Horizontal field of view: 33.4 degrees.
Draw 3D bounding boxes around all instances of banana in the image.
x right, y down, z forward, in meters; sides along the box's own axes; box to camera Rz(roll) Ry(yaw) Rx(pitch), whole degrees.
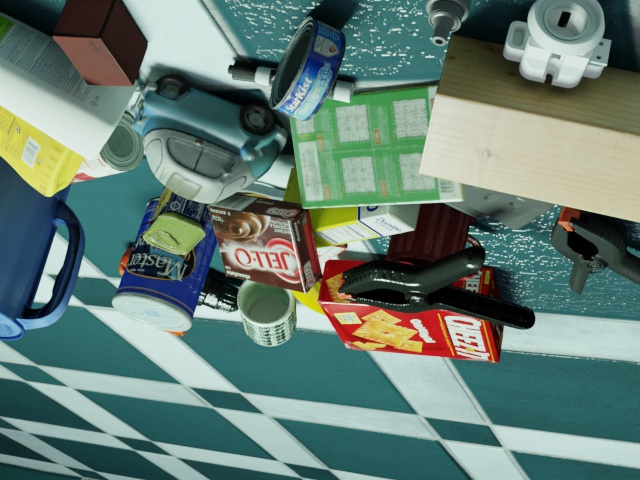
[{"bbox_3d":[-0.009,0.061,1.432,0.070,0.037,0.198,10,155,14],"label":"banana"}]

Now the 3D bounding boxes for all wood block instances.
[{"bbox_3d":[0.195,-0.091,0.885,0.206,0.090,0.091,13,134,6],"label":"wood block"}]

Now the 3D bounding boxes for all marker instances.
[{"bbox_3d":[-0.029,-0.151,1.008,0.121,0.020,0.020,12,156,8],"label":"marker"}]

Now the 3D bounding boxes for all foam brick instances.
[{"bbox_3d":[-0.204,-0.187,0.998,0.053,0.051,0.078,6,155,18],"label":"foam brick"}]

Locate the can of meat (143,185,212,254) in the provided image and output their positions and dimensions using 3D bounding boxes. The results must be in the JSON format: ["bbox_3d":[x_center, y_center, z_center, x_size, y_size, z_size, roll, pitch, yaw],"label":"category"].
[{"bbox_3d":[-0.160,-0.041,1.246,0.057,0.084,0.102,23,155,-16],"label":"can of meat"}]

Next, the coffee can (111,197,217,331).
[{"bbox_3d":[-0.193,0.031,1.352,0.103,0.140,0.103,13,156,6],"label":"coffee can"}]

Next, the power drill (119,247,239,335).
[{"bbox_3d":[-0.214,0.083,1.582,0.184,0.057,0.188,23,153,-6],"label":"power drill"}]

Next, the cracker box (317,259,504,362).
[{"bbox_3d":[0.120,0.092,1.369,0.214,0.072,0.164,4,154,18],"label":"cracker box"}]

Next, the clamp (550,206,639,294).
[{"bbox_3d":[0.307,0.016,1.140,0.120,0.039,0.171,-1,151,30],"label":"clamp"}]

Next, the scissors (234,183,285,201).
[{"bbox_3d":[-0.017,-0.039,1.247,0.202,0.016,0.096,6,156,20],"label":"scissors"}]

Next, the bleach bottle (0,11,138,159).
[{"bbox_3d":[-0.308,-0.181,1.040,0.250,0.102,0.068,32,127,-15],"label":"bleach bottle"}]

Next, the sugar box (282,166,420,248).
[{"bbox_3d":[0.029,-0.045,1.111,0.048,0.093,0.177,29,152,-33],"label":"sugar box"}]

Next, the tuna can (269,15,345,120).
[{"bbox_3d":[-0.011,-0.148,0.924,0.033,0.086,0.086,21,155,-17],"label":"tuna can"}]

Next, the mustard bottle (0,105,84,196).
[{"bbox_3d":[-0.336,-0.138,1.130,0.191,0.058,0.096,37,128,6],"label":"mustard bottle"}]

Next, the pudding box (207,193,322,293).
[{"bbox_3d":[-0.057,0.001,1.120,0.114,0.039,0.090,12,126,36],"label":"pudding box"}]

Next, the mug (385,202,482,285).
[{"bbox_3d":[0.128,0.005,1.173,0.117,0.081,0.093,26,154,-22],"label":"mug"}]

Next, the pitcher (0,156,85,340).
[{"bbox_3d":[-0.356,-0.014,1.229,0.149,0.242,0.145,31,152,-31],"label":"pitcher"}]

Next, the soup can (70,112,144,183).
[{"bbox_3d":[-0.253,-0.103,1.188,0.102,0.068,0.068,-7,147,41],"label":"soup can"}]

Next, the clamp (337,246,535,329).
[{"bbox_3d":[0.108,0.046,1.124,0.210,0.036,0.164,4,153,26],"label":"clamp"}]
